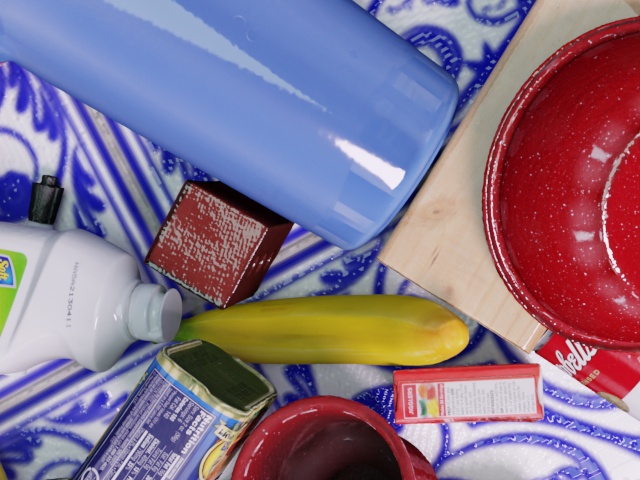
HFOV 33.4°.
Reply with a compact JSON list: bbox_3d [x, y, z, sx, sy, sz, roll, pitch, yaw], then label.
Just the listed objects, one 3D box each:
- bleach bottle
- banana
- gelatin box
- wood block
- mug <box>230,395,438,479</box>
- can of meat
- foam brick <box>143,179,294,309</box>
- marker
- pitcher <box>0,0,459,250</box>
[{"bbox_3d":[-0.200,0.039,0.602,0.251,0.068,0.102,5,90,16],"label":"bleach bottle"},{"bbox_3d":[0.002,0.051,0.569,0.198,0.069,0.037,-5,98,35],"label":"banana"},{"bbox_3d":[0.079,0.082,0.562,0.073,0.089,0.030,-3,81,9],"label":"gelatin box"},{"bbox_3d":[0.124,-0.055,0.552,0.090,0.090,0.206,32,96,7],"label":"wood block"},{"bbox_3d":[0.005,0.138,0.528,0.117,0.081,0.093,-45,63,3],"label":"mug"},{"bbox_3d":[-0.071,0.097,0.522,0.057,0.102,0.084,35,94,7],"label":"can of meat"},{"bbox_3d":[-0.054,0.001,0.588,0.051,0.078,0.053,29,98,6],"label":"foam brick"},{"bbox_3d":[-0.173,0.020,0.636,0.020,0.020,0.121,13,94,8],"label":"marker"},{"bbox_3d":[-0.049,-0.110,0.549,0.242,0.145,0.149,32,116,-7],"label":"pitcher"}]
